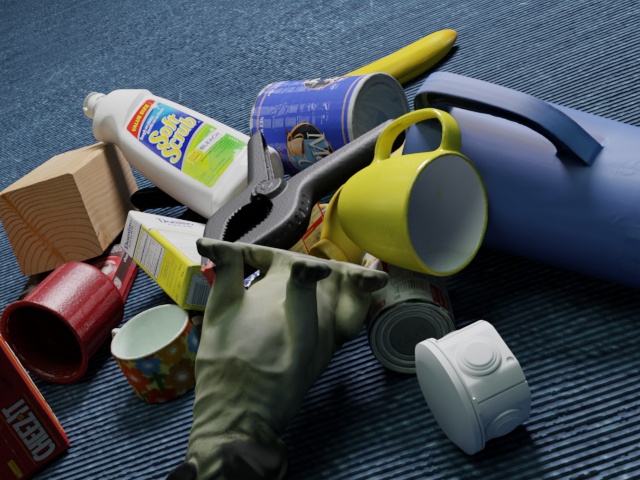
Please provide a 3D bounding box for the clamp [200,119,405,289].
[{"bbox_3d":[-0.043,-0.035,0.893,0.165,0.036,0.209,4,43,43],"label":"clamp"}]

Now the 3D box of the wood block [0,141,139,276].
[{"bbox_3d":[-0.268,-0.042,1.162,0.090,0.091,0.206,-16,14,7],"label":"wood block"}]

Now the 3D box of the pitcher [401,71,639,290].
[{"bbox_3d":[0.182,-0.045,0.807,0.148,0.145,0.243,-9,21,-42],"label":"pitcher"}]

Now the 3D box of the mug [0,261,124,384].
[{"bbox_3d":[-0.243,0.080,1.005,0.117,0.093,0.081,-49,3,39],"label":"mug"}]

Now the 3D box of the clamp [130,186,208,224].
[{"bbox_3d":[-0.120,-0.043,1.162,0.171,0.039,0.120,-22,45,0],"label":"clamp"}]

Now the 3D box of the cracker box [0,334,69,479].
[{"bbox_3d":[-0.314,0.099,0.930,0.072,0.164,0.214,-37,30,-19],"label":"cracker box"}]

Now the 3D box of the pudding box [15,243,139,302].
[{"bbox_3d":[-0.251,0.051,1.098,0.114,0.039,0.090,-15,29,15],"label":"pudding box"}]

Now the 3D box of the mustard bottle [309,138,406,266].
[{"bbox_3d":[0.059,-0.019,0.921,0.191,0.096,0.058,-37,31,-23],"label":"mustard bottle"}]

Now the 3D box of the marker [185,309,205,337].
[{"bbox_3d":[-0.122,0.058,1.008,0.020,0.020,0.121,-26,28,-4],"label":"marker"}]

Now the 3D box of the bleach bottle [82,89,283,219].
[{"bbox_3d":[-0.164,-0.098,1.146,0.251,0.068,0.102,27,64,28],"label":"bleach bottle"}]

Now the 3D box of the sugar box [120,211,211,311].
[{"bbox_3d":[-0.115,0.021,0.995,0.093,0.048,0.176,11,9,-30],"label":"sugar box"}]

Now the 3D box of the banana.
[{"bbox_3d":[0.081,-0.207,1.292,0.198,0.037,0.070,-24,29,1],"label":"banana"}]

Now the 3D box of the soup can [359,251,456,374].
[{"bbox_3d":[0.067,0.047,0.830,0.068,0.068,0.102,-19,29,9],"label":"soup can"}]

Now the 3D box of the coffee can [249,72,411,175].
[{"bbox_3d":[0.010,-0.121,1.126,0.141,0.103,0.102,2,37,40],"label":"coffee can"}]
